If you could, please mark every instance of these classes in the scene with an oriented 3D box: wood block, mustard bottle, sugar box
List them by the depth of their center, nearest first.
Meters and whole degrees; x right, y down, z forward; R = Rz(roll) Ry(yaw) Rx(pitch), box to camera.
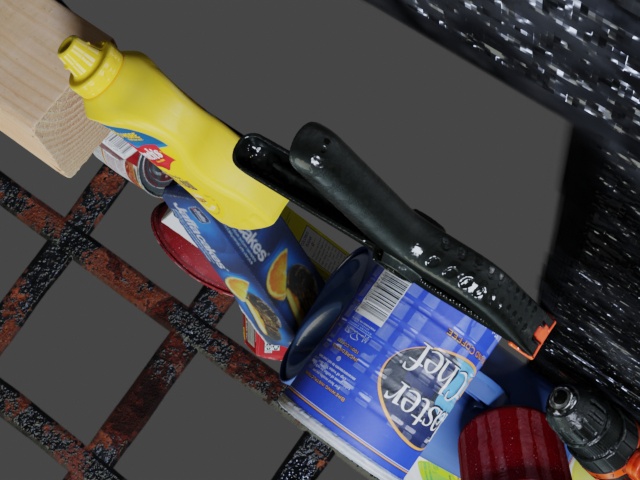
[{"bbox_3d":[-0.109,-0.080,0.758,0.191,0.058,0.096,40,170,-37],"label":"mustard bottle"},{"bbox_3d":[-0.250,-0.149,0.808,0.206,0.090,0.091,34,166,15],"label":"wood block"},{"bbox_3d":[-0.057,0.001,1.033,0.176,0.048,0.094,40,139,-16],"label":"sugar box"}]

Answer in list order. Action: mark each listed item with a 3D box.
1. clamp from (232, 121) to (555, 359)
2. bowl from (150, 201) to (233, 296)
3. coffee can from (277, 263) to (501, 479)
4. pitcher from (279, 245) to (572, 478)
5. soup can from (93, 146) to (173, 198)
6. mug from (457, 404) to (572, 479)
[{"bbox_3d":[0.047,0.000,0.584,0.210,0.036,0.165,34,176,-7],"label":"clamp"},{"bbox_3d":[-0.105,-0.010,1.184,0.162,0.055,0.162,28,-154,-16],"label":"bowl"},{"bbox_3d":[0.052,0.083,0.737,0.103,0.140,0.103,35,175,3],"label":"coffee can"},{"bbox_3d":[0.099,0.121,0.896,0.242,0.145,0.149,33,-150,-10],"label":"pitcher"},{"bbox_3d":[-0.170,-0.090,1.015,0.102,0.068,0.068,32,174,43],"label":"soup can"},{"bbox_3d":[0.156,0.184,0.806,0.117,0.093,0.081,28,-146,-20],"label":"mug"}]
